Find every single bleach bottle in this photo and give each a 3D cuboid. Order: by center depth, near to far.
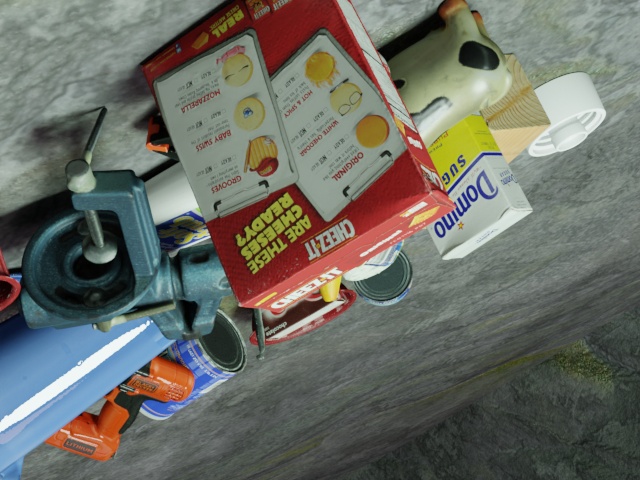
[{"bbox_3d":[-0.142,-0.025,1.027,0.251,0.068,0.102,-27,155,12],"label":"bleach bottle"}]

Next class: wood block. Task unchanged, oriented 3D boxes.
[{"bbox_3d":[0.133,-0.098,1.131,0.090,0.090,0.206,-9,156,-36],"label":"wood block"}]

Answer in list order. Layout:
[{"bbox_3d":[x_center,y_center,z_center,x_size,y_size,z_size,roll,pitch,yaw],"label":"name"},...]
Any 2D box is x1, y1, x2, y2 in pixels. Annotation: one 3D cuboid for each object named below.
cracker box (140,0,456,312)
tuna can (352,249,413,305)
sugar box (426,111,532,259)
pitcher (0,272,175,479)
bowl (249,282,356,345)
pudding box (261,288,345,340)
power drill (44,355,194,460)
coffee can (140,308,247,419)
[{"bbox_3d":[-0.020,-0.078,0.792,0.164,0.214,0.072,-31,160,18],"label":"cracker box"},{"bbox_3d":[0.085,0.046,1.471,0.086,0.086,0.034,-24,163,-1],"label":"tuna can"},{"bbox_3d":[0.120,-0.080,1.024,0.048,0.176,0.093,-2,151,-49],"label":"sugar box"},{"bbox_3d":[-0.273,0.111,1.078,0.242,0.145,0.149,-35,147,-19],"label":"pitcher"},{"bbox_3d":[-0.033,0.086,1.477,0.162,0.055,0.162,-22,161,-8],"label":"bowl"},{"bbox_3d":[-0.035,0.063,1.357,0.114,0.090,0.039,-32,161,23],"label":"pudding box"},{"bbox_3d":[-0.279,0.195,1.346,0.184,0.057,0.188,27,126,-26],"label":"power drill"},{"bbox_3d":[-0.183,0.164,1.427,0.140,0.103,0.102,-34,159,25],"label":"coffee can"}]
